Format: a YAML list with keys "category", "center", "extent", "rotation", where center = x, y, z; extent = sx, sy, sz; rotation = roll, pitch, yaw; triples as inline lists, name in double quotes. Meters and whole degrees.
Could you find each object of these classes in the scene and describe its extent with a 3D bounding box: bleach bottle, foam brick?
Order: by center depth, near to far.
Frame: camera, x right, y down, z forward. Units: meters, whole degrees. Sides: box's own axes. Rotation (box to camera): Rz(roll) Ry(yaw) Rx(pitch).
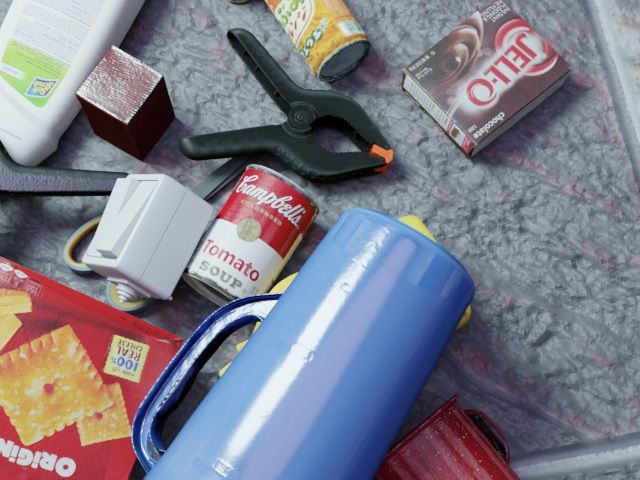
- category: "foam brick"
  center: [-0.157, -0.110, 0.867]
  extent: [0.053, 0.078, 0.051]
  rotation: [31, 74, 9]
- category: "bleach bottle"
  center: [-0.233, -0.156, 0.894]
  extent: [0.102, 0.068, 0.250]
  rotation: [25, 76, 9]

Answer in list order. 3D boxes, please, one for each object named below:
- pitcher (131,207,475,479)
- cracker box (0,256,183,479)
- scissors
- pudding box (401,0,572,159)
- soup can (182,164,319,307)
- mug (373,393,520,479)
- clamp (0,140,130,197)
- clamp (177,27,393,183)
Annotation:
- category: "pitcher"
  center: [-0.010, 0.098, 0.724]
  extent: [0.149, 0.145, 0.242]
  rotation: [36, 81, -16]
- category: "cracker box"
  center: [-0.213, 0.135, 0.752]
  extent: [0.164, 0.072, 0.213]
  rotation: [28, 67, -19]
- category: "scissors"
  center: [-0.108, -0.010, 0.865]
  extent: [0.201, 0.016, 0.096]
  rotation: [-23, 74, -6]
- category: "pudding box"
  center: [0.137, -0.136, 0.888]
  extent: [0.113, 0.039, 0.090]
  rotation: [-39, 75, -11]
- category: "soup can"
  center: [-0.055, 0.001, 0.833]
  extent: [0.068, 0.068, 0.102]
  rotation: [29, 75, 10]
- category: "mug"
  center: [0.096, 0.166, 0.771]
  extent: [0.081, 0.093, 0.117]
  rotation: [50, 43, 10]
- category: "clamp"
  center: [-0.265, -0.025, 0.822]
  extent: [0.210, 0.036, 0.164]
  rotation: [30, 77, -8]
- category: "clamp"
  center: [-0.021, -0.105, 0.873]
  extent: [0.171, 0.039, 0.120]
  rotation: [14, 79, -7]
